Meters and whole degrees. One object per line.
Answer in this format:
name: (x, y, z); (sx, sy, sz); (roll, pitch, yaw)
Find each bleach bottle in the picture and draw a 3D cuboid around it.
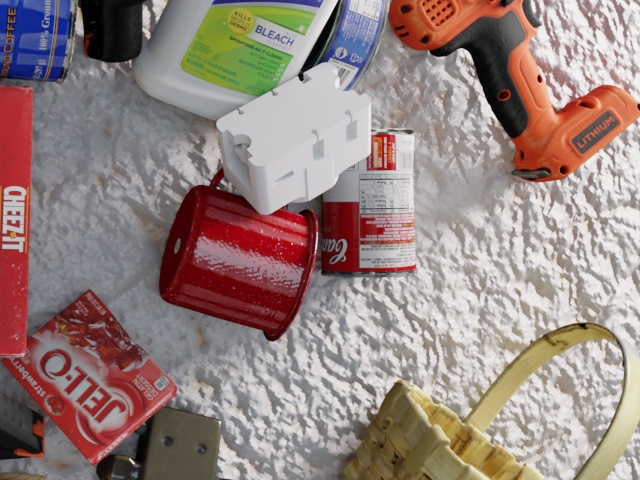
bleach bottle: (-0.023, -0.194, 0.659); (0.102, 0.068, 0.251); (17, 116, -26)

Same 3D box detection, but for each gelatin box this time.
gelatin box: (-0.147, 0.088, 0.688); (0.073, 0.030, 0.089); (-41, 81, -14)

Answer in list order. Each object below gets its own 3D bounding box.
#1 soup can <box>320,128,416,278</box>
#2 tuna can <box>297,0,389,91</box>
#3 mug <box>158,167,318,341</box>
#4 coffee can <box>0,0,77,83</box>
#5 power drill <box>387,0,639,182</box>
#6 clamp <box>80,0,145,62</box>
soup can: (0.034, -0.026, 0.751); (0.068, 0.069, 0.102); (-2, 93, -22)
tuna can: (0.012, -0.143, 0.726); (0.033, 0.086, 0.086); (17, 86, -20)
mug: (-0.055, 0.001, 0.710); (0.081, 0.093, 0.117); (17, 70, -17)
coffee can: (-0.220, -0.147, 0.624); (0.140, 0.103, 0.103); (1, 93, -22)
power drill: (0.164, -0.153, 0.803); (0.184, 0.057, 0.187); (-38, 103, -12)
clamp: (-0.119, -0.152, 0.628); (0.039, 0.172, 0.120); (-7, 62, -14)
